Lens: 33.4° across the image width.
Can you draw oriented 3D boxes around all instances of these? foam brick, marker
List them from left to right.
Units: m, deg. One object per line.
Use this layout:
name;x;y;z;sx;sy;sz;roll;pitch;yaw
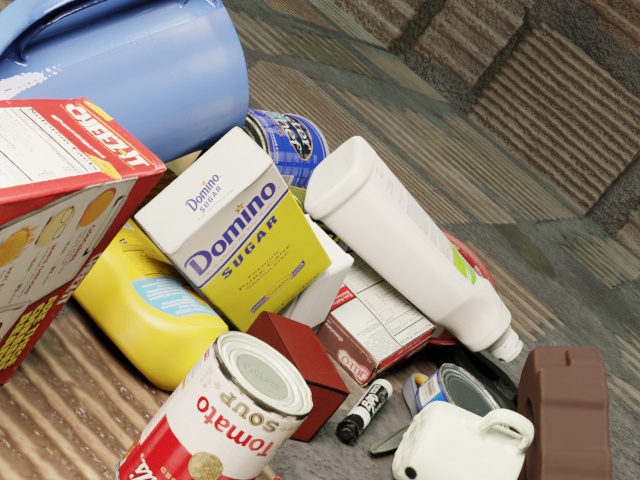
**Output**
foam brick;-0.025;0.099;0.779;0.051;0.053;0.078;23;22;-40
marker;0.036;0.137;0.860;0.020;0.020;0.121;40;17;7

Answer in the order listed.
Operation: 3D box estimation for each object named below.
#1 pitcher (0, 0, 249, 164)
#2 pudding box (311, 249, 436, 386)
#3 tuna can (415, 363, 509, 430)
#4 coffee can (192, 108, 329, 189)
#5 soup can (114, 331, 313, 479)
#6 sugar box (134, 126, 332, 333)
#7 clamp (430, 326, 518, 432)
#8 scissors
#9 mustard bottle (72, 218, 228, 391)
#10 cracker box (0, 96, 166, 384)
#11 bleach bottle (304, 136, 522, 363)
pitcher;-0.172;-0.090;0.655;0.242;0.149;0.145;-27;27;-32
pudding box;0.034;0.067;0.957;0.113;0.039;0.089;46;42;19
tuna can;0.122;0.150;0.919;0.086;0.034;0.086;38;22;-19
coffee can;-0.064;-0.081;1.079;0.103;0.103;0.140;43;18;17
soup can;-0.059;0.110;0.598;0.068;0.102;0.068;34;18;-13
sugar box;-0.055;0.001;0.758;0.048;0.093;0.176;45;-5;24
clamp;0.176;0.161;1.048;0.210;0.036;0.164;44;18;26
scissors;0.076;0.148;0.915;0.201;0.016;0.096;17;30;-51
mustard bottle;-0.117;0.044;0.724;0.192;0.058;0.096;44;12;20
cracker box;-0.183;0.015;0.489;0.072;0.164;0.213;42;18;7
bleach bottle;0.094;0.023;0.958;0.250;0.068;0.102;45;21;-16
